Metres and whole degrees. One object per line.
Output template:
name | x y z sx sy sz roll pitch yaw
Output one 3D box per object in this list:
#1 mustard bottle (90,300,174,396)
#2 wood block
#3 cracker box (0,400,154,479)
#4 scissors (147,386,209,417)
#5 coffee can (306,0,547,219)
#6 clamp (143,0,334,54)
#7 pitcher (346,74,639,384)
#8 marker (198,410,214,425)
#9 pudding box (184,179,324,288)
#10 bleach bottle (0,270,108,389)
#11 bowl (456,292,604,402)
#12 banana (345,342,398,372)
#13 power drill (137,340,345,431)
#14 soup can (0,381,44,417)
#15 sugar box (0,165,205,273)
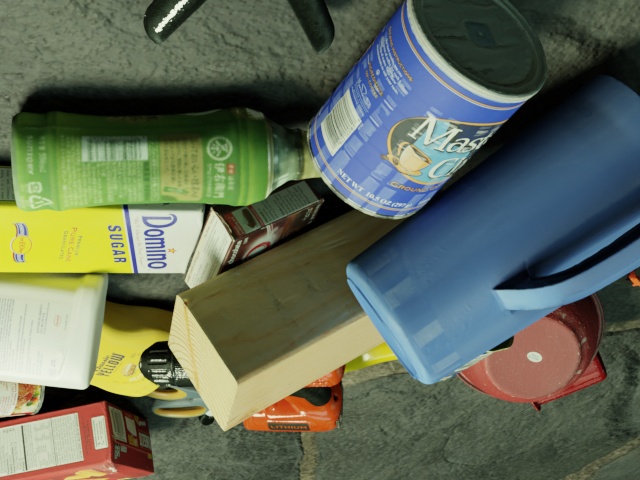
mustard bottle | -0.225 0.088 0.971 0.191 0.058 0.096 18 127 -36
wood block | -0.010 0.055 0.868 0.205 0.090 0.091 -26 157 -26
cracker box | -0.303 0.234 1.142 0.213 0.072 0.164 -12 163 3
scissors | -0.108 0.155 1.115 0.202 0.016 0.096 -16 141 32
coffee can | 0.068 -0.094 0.715 0.102 0.103 0.141 10 144 -28
clamp | -0.047 -0.172 0.621 0.120 0.039 0.171 -9 143 -10
pitcher | 0.147 0.000 0.770 0.243 0.145 0.149 -34 161 -3
marker | -0.114 0.173 1.176 0.020 0.020 0.121 3 146 -19
pudding box | -0.056 0.001 0.864 0.089 0.039 0.114 -27 158 -32
bleach bottle | -0.307 0.057 0.873 0.250 0.102 0.068 9 -171 -5
bowl | 0.200 0.100 1.034 0.162 0.055 0.162 0 115 0
banana | 0.102 0.109 1.115 0.197 0.037 0.069 -7 154 -3
power drill | -0.058 0.133 0.997 0.184 0.057 0.187 -1 159 10
soup can | -0.318 0.134 0.992 0.102 0.068 0.069 -2 150 -37
sugar box | -0.184 -0.013 0.832 0.176 0.048 0.093 3 146 -17
